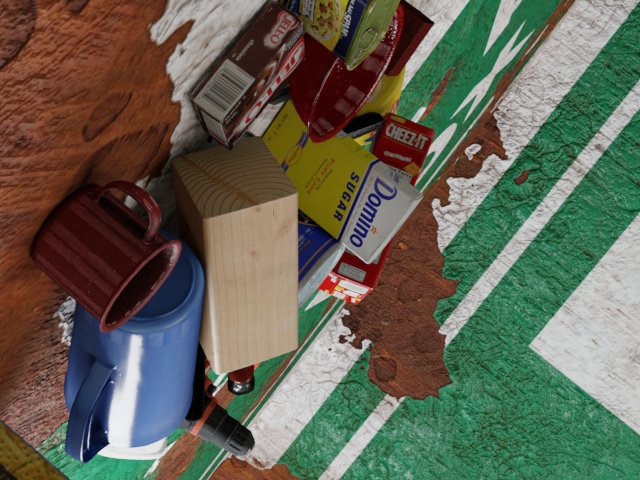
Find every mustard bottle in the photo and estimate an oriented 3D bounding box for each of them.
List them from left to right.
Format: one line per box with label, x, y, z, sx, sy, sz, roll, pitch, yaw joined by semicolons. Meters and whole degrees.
mustard bottle;0.067;-0.173;1.390;0.096;0.058;0.191;-53;172;-8

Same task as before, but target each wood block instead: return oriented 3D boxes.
wood block;-0.078;0.018;1.008;0.090;0.091;0.206;-17;136;-18

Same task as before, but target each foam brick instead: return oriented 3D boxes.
foam brick;0.086;-0.236;1.237;0.078;0.053;0.051;-53;171;19

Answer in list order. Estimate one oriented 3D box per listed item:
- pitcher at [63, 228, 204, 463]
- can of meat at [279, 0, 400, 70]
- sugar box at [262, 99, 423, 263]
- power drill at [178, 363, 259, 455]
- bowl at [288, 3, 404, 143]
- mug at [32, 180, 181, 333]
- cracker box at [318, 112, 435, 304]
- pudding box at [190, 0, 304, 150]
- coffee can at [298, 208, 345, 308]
pitcher;-0.180;0.101;1.010;0.144;0.149;0.243;-9;150;-18
can of meat;0.017;-0.206;0.889;0.057;0.084;0.102;-46;170;-30
sugar box;0.014;-0.065;1.158;0.093;0.176;0.048;-54;171;20
power drill;-0.148;0.200;1.488;0.057;0.184;0.187;-56;180;30
bowl;0.016;-0.179;1.066;0.162;0.055;0.162;-50;165;-19
mug;-0.164;0.003;0.830;0.093;0.081;0.117;-39;166;-54
cracker box;0.064;-0.036;1.343;0.164;0.072;0.213;114;-2;-80
pudding box;-0.060;-0.140;0.917;0.113;0.039;0.090;-50;172;-7
coffee can;-0.058;0.001;1.187;0.102;0.140;0.103;-50;171;-10
